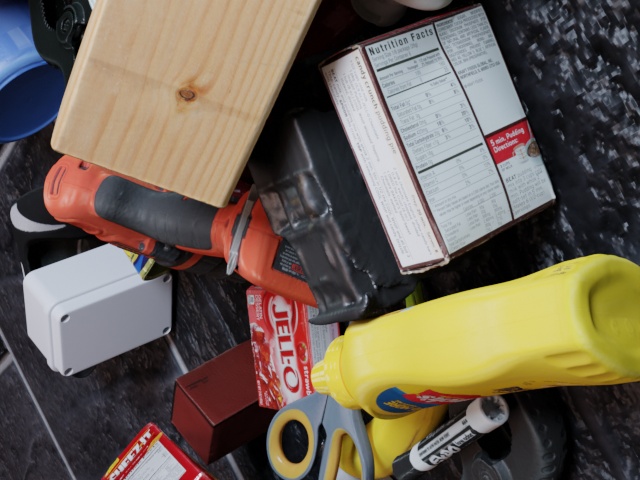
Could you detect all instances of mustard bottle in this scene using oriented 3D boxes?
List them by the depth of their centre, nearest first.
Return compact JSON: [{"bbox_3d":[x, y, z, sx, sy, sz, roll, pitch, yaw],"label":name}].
[{"bbox_3d":[0.069,0.055,0.538,0.192,0.096,0.058,-17,74,41],"label":"mustard bottle"}]

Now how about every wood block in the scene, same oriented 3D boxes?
[{"bbox_3d":[-0.046,-0.131,0.485,0.090,0.090,0.206,-94,28,-55],"label":"wood block"}]

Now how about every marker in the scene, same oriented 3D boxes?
[{"bbox_3d":[0.072,0.117,0.618,0.020,0.020,0.121,56,147,13],"label":"marker"}]

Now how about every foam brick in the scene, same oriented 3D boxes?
[{"bbox_3d":[-0.068,0.121,0.813,0.053,0.078,0.051,44,142,29],"label":"foam brick"}]

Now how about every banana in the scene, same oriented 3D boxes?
[{"bbox_3d":[0.049,0.109,0.691,0.198,0.037,0.069,110,153,-42],"label":"banana"}]

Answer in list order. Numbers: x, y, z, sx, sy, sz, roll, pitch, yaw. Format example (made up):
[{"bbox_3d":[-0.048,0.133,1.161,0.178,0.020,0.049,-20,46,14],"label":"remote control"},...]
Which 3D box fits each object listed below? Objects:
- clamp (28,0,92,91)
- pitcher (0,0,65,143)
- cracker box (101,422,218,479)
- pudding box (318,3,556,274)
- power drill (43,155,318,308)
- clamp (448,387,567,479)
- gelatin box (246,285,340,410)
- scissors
[{"bbox_3d":[-0.175,-0.145,0.790,0.210,0.036,0.165,46,117,39],"label":"clamp"},{"bbox_3d":[-0.312,-0.203,0.892,0.243,0.149,0.145,49,124,17],"label":"pitcher"},{"bbox_3d":[-0.073,0.227,0.789,0.164,0.072,0.214,45,167,-12],"label":"cracker box"},{"bbox_3d":[0.060,-0.052,0.527,0.039,0.089,0.113,-19,95,55],"label":"pudding box"},{"bbox_3d":[-0.054,0.001,0.664,0.188,0.184,0.057,10,82,44],"label":"power drill"},{"bbox_3d":[0.103,0.136,0.630,0.120,0.039,0.171,3,107,47],"label":"clamp"},{"bbox_3d":[-0.018,0.075,0.744,0.073,0.030,0.089,-1,96,54],"label":"gelatin box"},{"bbox_3d":[0.004,0.084,0.687,0.096,0.016,0.202,8,101,40],"label":"scissors"}]
